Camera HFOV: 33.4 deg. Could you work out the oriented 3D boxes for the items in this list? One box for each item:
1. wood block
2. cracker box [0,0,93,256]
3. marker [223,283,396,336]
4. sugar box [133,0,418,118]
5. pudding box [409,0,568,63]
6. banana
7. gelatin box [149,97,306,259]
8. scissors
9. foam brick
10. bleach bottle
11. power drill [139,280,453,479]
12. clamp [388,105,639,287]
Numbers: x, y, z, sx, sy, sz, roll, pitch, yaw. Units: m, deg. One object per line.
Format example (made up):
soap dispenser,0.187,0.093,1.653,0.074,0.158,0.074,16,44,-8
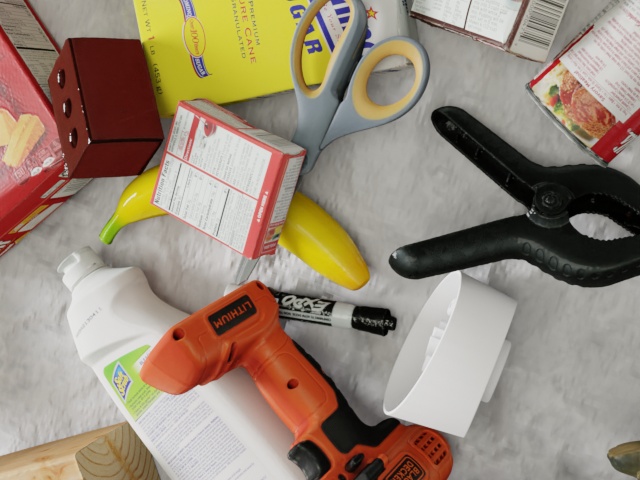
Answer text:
wood block,-0.226,0.207,0.786,0.206,0.090,0.091,-18,91,20
cracker box,-0.268,-0.101,0.767,0.164,0.072,0.214,-36,84,20
marker,-0.007,0.047,0.722,0.121,0.020,0.020,8,100,19
sugar box,-0.030,-0.140,0.690,0.176,0.048,0.093,-10,95,22
pudding box,0.108,-0.170,0.621,0.090,0.039,0.113,34,109,47
banana,-0.057,-0.017,0.724,0.198,0.037,0.070,10,110,18
gelatin box,-0.059,-0.040,0.672,0.089,0.030,0.073,28,113,26
scissors,0.007,-0.053,0.664,0.096,0.016,0.202,16,107,14
foam brick,-0.140,-0.086,0.694,0.053,0.051,0.078,-44,57,53
bleach bottle,-0.090,0.102,0.737,0.103,0.068,0.251,-45,80,24
power drill,-0.021,0.122,0.653,0.188,0.184,0.057,45,124,10
clamp,0.131,-0.025,0.642,0.171,0.039,0.120,6,68,5
